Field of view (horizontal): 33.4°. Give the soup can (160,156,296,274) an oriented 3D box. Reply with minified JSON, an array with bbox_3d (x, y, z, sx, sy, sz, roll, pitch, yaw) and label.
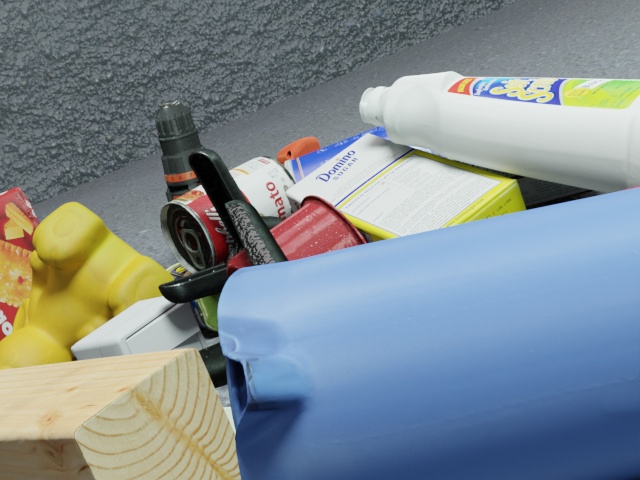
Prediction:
[{"bbox_3d":[-0.074,-0.022,0.897,0.102,0.068,0.069,-31,15,-34],"label":"soup can"}]

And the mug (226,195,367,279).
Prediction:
[{"bbox_3d":[-0.016,0.032,0.796,0.081,0.093,0.117,-36,-17,-20],"label":"mug"}]

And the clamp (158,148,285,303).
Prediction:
[{"bbox_3d":[-0.056,0.001,0.843,0.039,0.120,0.171,4,-9,38],"label":"clamp"}]

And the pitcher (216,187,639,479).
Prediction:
[{"bbox_3d":[0.090,0.050,0.459,0.243,0.145,0.149,-15,26,16],"label":"pitcher"}]

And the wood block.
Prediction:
[{"bbox_3d":[-0.149,0.125,0.601,0.207,0.091,0.090,-12,16,41],"label":"wood block"}]

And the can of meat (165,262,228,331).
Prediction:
[{"bbox_3d":[-0.078,0.037,0.936,0.102,0.057,0.084,-28,16,-23],"label":"can of meat"}]

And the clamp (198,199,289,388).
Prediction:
[{"bbox_3d":[-0.021,0.047,0.684,0.210,0.036,0.164,4,61,35],"label":"clamp"}]

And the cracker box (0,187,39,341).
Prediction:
[{"bbox_3d":[-0.335,0.057,1.043,0.072,0.164,0.213,-19,12,23],"label":"cracker box"}]

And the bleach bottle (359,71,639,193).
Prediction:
[{"bbox_3d":[0.133,-0.083,0.760,0.251,0.068,0.102,11,29,36],"label":"bleach bottle"}]

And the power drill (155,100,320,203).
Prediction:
[{"bbox_3d":[-0.084,-0.064,1.123,0.188,0.184,0.057,-1,23,35],"label":"power drill"}]

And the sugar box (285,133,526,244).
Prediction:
[{"bbox_3d":[0.060,-0.024,0.796,0.093,0.048,0.176,-36,30,-19],"label":"sugar box"}]
